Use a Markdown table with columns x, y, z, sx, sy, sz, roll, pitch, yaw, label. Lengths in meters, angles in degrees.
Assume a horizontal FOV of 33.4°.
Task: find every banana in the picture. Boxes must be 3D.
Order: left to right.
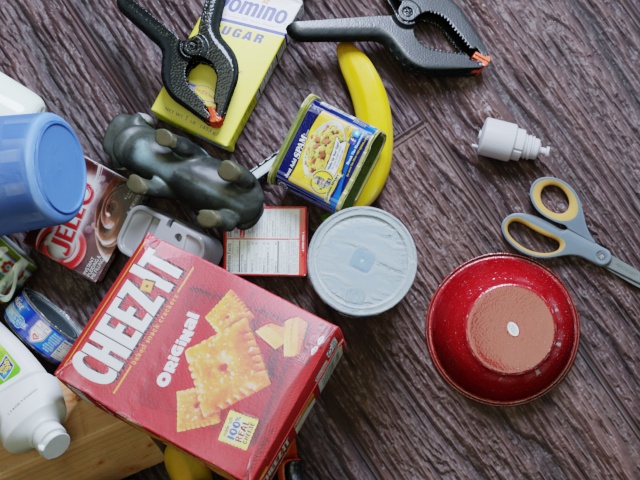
| x | y | z | sx | sy | sz | roll | pitch | yaw | label |
| --- | --- | --- | --- | --- | --- | --- | --- | --- | --- |
| 0.043 | -0.113 | 1.122 | 0.069 | 0.037 | 0.198 | 6 | 85 | 0 | banana |

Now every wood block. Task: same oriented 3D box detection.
| x | y | z | sx | sy | sz | roll | pitch | yaw | label |
| --- | --- | --- | --- | --- | --- | --- | --- | --- | --- |
| -0.270 | 0.203 | 1.061 | 0.206 | 0.090 | 0.091 | -23 | 49 | 0 | wood block |

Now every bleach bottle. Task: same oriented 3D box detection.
| x | y | z | sx | sy | sz | roll | pitch | yaw | label |
| --- | --- | --- | --- | --- | --- | --- | --- | --- | --- |
| -0.331 | 0.134 | 1.037 | 0.251 | 0.068 | 0.102 | 35 | 75 | 34 | bleach bottle |

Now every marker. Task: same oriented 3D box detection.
| x | y | z | sx | sy | sz | roll | pitch | yaw | label |
| --- | --- | --- | --- | --- | --- | --- | --- | --- | --- |
| -0.046 | -0.084 | 1.131 | 0.121 | 0.020 | 0.020 | -35 | 85 | -2 | marker |

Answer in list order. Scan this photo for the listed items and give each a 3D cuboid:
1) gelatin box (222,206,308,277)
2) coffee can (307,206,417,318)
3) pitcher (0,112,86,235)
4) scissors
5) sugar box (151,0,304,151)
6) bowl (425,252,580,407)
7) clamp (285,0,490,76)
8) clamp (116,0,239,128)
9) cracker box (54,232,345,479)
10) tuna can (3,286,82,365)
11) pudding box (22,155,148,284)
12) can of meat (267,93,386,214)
| x | y | z | sx | sy | sz | roll | pitch | yaw | label |
| --- | --- | --- | --- | --- | --- | --- | --- | --- | --- |
| -0.057 | 0.001 | 1.119 | 0.089 | 0.030 | 0.073 | 0 | 86 | 2 | gelatin box |
| 0.040 | 0.025 | 1.058 | 0.103 | 0.140 | 0.103 | 0 | 85 | 1 | coffee can |
| -0.361 | -0.054 | 1.032 | 0.243 | 0.145 | 0.149 | -6 | 56 | 17 | pitcher |
| 0.291 | -0.004 | 1.117 | 0.202 | 0.016 | 0.096 | 15 | 85 | 3 | scissors |
| -0.097 | -0.192 | 1.129 | 0.093 | 0.048 | 0.176 | 26 | 87 | 4 | sugar box |
| 0.190 | 0.091 | 1.092 | 0.162 | 0.055 | 0.162 | 0 | 85 | 1 | bowl |
| 0.086 | -0.244 | 1.126 | 0.210 | 0.036 | 0.164 | 23 | 74 | -5 | clamp |
| -0.140 | -0.196 | 1.089 | 0.120 | 0.039 | 0.171 | -10 | 81 | 6 | clamp |
| -0.108 | 0.110 | 0.980 | 0.214 | 0.072 | 0.164 | 26 | 71 | 16 | cracker box |
| -0.281 | 0.088 | 1.089 | 0.086 | 0.086 | 0.034 | 43 | 89 | 4 | tuna can |
| -0.244 | -0.023 | 1.121 | 0.090 | 0.039 | 0.113 | 28 | 86 | 4 | pudding box |
| 0.008 | -0.084 | 1.083 | 0.084 | 0.057 | 0.102 | 28 | 96 | 14 | can of meat |
